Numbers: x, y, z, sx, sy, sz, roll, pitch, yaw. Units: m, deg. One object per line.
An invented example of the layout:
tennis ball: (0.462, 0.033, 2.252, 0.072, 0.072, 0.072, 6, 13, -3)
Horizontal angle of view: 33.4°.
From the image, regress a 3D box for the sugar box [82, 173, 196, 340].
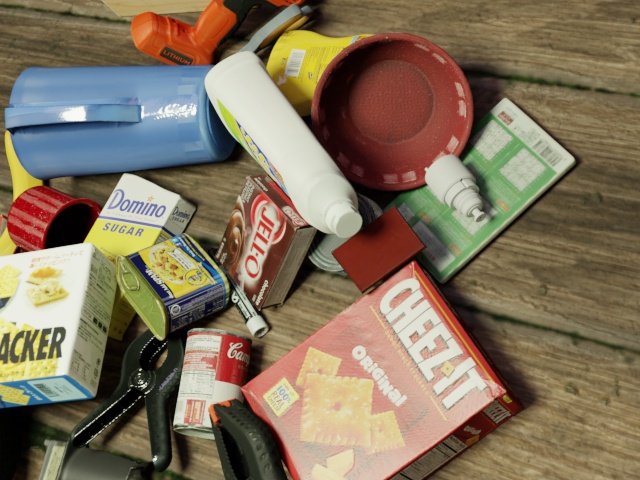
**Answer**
sugar box: (-0.225, 0.016, 1.210, 0.093, 0.048, 0.176, 22, 82, 31)

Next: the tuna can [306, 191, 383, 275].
tuna can: (0.026, -0.008, 1.096, 0.086, 0.033, 0.086, -8, 74, 31)

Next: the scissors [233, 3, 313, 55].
scissors: (-0.081, -0.219, 1.245, 0.202, 0.096, 0.016, -32, 92, 42)

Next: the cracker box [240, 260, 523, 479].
cracker box: (0.054, 0.148, 1.007, 0.214, 0.072, 0.164, -37, 59, 7)

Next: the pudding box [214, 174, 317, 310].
pudding box: (-0.057, 0.001, 1.110, 0.090, 0.039, 0.114, 47, 130, 33)

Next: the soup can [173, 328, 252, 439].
soup can: (-0.110, 0.147, 1.088, 0.069, 0.068, 0.102, -2, 70, 25)

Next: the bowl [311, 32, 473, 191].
bowl: (0.073, -0.134, 1.084, 0.162, 0.055, 0.162, 1, 110, 3)

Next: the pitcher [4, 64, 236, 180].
pitcher: (-0.225, -0.138, 1.210, 0.243, 0.145, 0.149, -1, 46, 18)

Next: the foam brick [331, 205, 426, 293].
foam brick: (0.056, 0.009, 1.031, 0.078, 0.053, 0.051, -36, 88, 2)

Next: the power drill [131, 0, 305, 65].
power drill: (-0.129, -0.274, 1.199, 0.188, 0.184, 0.057, -34, 50, 34)

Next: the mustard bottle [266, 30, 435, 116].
mustard bottle: (0.035, -0.177, 1.155, 0.192, 0.058, 0.096, 8, 71, 28)

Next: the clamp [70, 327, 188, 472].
clamp: (-0.194, 0.157, 1.128, 0.120, 0.039, 0.171, 4, 59, 15)

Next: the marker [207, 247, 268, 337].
marker: (-0.091, 0.053, 1.146, 0.020, 0.020, 0.121, -39, 59, 7)

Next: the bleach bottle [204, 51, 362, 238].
bleach bottle: (-0.030, -0.088, 1.051, 0.068, 0.102, 0.251, -32, 44, -6)

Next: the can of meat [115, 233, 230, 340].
can of meat: (-0.157, 0.046, 1.139, 0.083, 0.057, 0.102, -24, 53, -29)

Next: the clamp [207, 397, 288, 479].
clamp: (-0.047, 0.230, 0.982, 0.210, 0.036, 0.165, 63, 145, 25)

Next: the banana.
banana: (-0.369, -0.045, 1.297, 0.037, 0.069, 0.197, -33, 43, 52)

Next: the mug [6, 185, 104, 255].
mug: (-0.315, -0.006, 1.237, 0.082, 0.093, 0.117, 22, 73, 36)
